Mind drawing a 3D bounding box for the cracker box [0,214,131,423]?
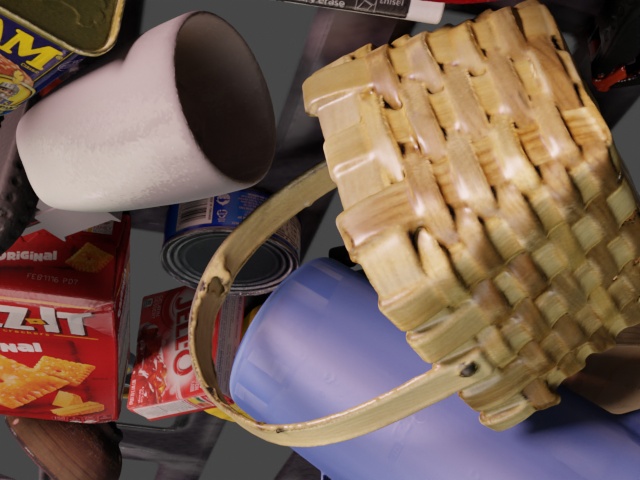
[{"bbox_3d":[-0.215,0.054,0.728,0.164,0.072,0.214,6,150,-6],"label":"cracker box"}]

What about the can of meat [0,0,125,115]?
[{"bbox_3d":[-0.149,-0.103,0.455,0.102,0.057,0.084,27,146,-36],"label":"can of meat"}]

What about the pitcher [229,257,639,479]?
[{"bbox_3d":[0.065,0.122,0.621,0.243,0.149,0.145,32,139,17],"label":"pitcher"}]

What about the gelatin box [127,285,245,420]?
[{"bbox_3d":[-0.092,0.073,0.733,0.073,0.089,0.030,-15,145,29],"label":"gelatin box"}]

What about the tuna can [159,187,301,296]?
[{"bbox_3d":[-0.054,0.001,0.656,0.086,0.033,0.086,2,151,1],"label":"tuna can"}]

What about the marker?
[{"bbox_3d":[-0.006,-0.112,0.464,0.121,0.020,0.020,7,151,-6],"label":"marker"}]
